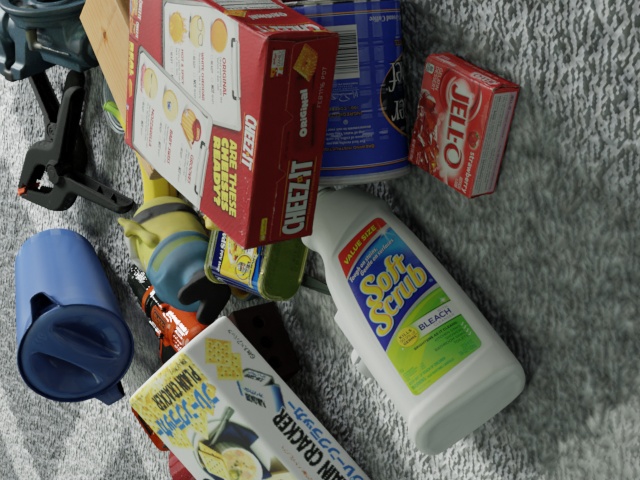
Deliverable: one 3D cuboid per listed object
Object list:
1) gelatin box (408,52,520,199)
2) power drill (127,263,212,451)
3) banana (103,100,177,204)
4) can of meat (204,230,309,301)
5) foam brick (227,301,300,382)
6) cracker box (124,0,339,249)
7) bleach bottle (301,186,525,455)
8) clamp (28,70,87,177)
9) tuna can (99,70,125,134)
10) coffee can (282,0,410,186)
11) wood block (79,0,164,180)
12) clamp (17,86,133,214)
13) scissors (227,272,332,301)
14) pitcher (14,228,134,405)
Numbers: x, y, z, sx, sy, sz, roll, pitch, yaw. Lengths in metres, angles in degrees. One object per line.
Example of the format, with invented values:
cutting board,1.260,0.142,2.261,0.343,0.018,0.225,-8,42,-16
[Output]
gelatin box,0.105,-0.087,0.799,0.073,0.030,0.089,38,129,43
power drill,-0.183,0.135,1.247,0.185,0.057,0.188,42,133,48
banana,-0.193,-0.065,1.208,0.070,0.037,0.198,8,116,35
can of meat,-0.057,0.001,1.012,0.084,0.057,0.102,17,97,46
foam brick,-0.065,0.110,1.077,0.051,0.052,0.078,-42,66,51
cracker box,-0.077,-0.115,0.834,0.214,0.071,0.164,38,130,45
bleach bottle,0.051,0.044,0.857,0.251,0.102,0.068,52,175,33
clamp,-0.344,-0.153,1.402,0.120,0.039,0.171,29,123,45
tuna can,-0.220,-0.167,1.229,0.086,0.033,0.086,22,117,50
coffee can,0.017,-0.120,0.849,0.103,0.102,0.140,11,108,53
wood block,-0.162,-0.177,1.096,0.091,0.090,0.206,-49,61,50
clamp,-0.328,-0.100,1.356,0.210,0.036,0.164,-9,102,44
scissors,-0.046,0.044,1.063,0.202,0.016,0.096,38,131,43
pitcher,-0.310,0.089,1.322,0.243,0.144,0.149,-125,49,-58
